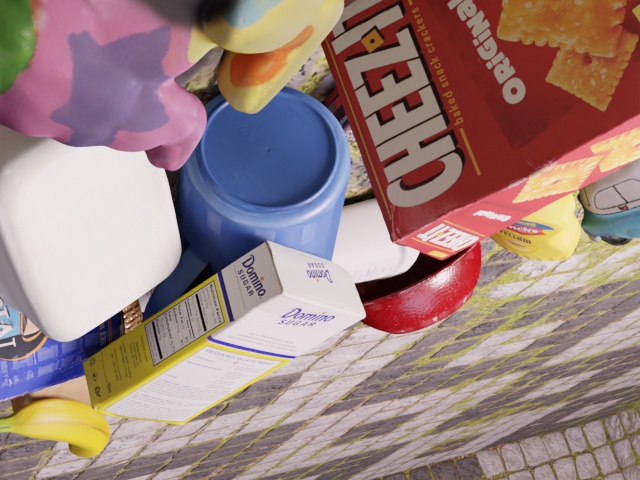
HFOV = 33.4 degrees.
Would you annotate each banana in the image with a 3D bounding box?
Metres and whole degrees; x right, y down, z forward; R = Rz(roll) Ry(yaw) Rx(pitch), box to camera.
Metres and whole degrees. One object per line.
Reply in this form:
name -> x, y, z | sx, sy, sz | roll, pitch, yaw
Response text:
banana -> -0.223, 0.165, 0.942 | 0.070, 0.037, 0.197 | -3, 161, 10

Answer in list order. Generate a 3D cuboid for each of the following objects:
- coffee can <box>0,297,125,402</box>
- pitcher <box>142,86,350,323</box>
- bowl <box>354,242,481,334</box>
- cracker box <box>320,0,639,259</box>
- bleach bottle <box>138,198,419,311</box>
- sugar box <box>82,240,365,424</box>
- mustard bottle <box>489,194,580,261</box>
coffee can -> -0.222, 0.060, 0.742 | 0.140, 0.103, 0.103 | -16, 163, -35
pitcher -> -0.055, 0.001, 0.773 | 0.145, 0.149, 0.243 | 3, 154, -6
bowl -> 0.094, 0.044, 1.031 | 0.162, 0.055, 0.162 | -27, -169, 6
cracker box -> 0.113, -0.110, 0.576 | 0.214, 0.164, 0.072 | -28, 157, 25
bleach bottle -> -0.046, 0.020, 0.940 | 0.250, 0.068, 0.103 | -12, 165, -12
sugar box -> -0.067, 0.066, 0.719 | 0.176, 0.048, 0.093 | -35, 149, 25
mustard bottle -> 0.183, -0.035, 0.968 | 0.058, 0.096, 0.191 | -63, 159, -8
